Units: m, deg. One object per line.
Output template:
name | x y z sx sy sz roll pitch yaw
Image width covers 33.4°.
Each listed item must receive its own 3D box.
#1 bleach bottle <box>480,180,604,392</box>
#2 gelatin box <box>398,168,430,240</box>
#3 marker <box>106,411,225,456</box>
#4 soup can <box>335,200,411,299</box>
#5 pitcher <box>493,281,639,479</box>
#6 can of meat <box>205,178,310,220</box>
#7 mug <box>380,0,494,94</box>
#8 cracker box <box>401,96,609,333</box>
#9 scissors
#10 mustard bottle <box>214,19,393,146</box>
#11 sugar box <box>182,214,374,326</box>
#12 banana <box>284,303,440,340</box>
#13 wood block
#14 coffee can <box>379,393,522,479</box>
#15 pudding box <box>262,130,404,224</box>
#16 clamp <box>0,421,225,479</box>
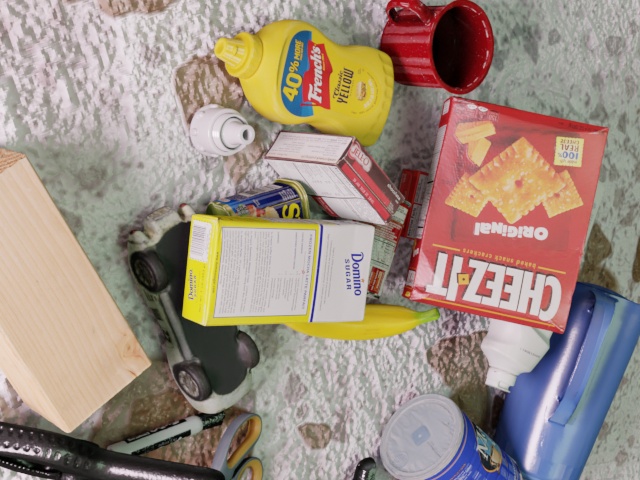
bleach bottle | 0.227 0.040 1.161 0.102 0.068 0.251 23 83 -30
gelatin box | 0.119 -0.033 1.152 0.089 0.030 0.073 12 91 -37
marker | -0.140 0.180 0.990 0.120 0.020 0.020 -15 108 -36
soup can | 0.044 0.001 1.073 0.068 0.069 0.102 21 86 -40
pitcher | 0.289 0.167 1.261 0.149 0.145 0.243 21 88 -40
can of meat | -0.057 0.001 1.000 0.083 0.058 0.102 -19 110 -33
mug | 0.108 -0.202 1.075 0.117 0.082 0.093 40 74 -37
cracker box | 0.187 -0.027 1.089 0.164 0.072 0.214 12 90 -1
scissors | -0.103 0.247 0.996 0.201 0.016 0.096 -55 141 -42
mustard bottle | -0.018 -0.154 0.999 0.191 0.058 0.096 13 89 -39
sugar box | -0.035 0.026 0.956 0.175 0.048 0.093 2 98 -40
banana | 0.024 0.075 1.075 0.197 0.070 0.037 4 56 -33
wood block | -0.233 0.037 0.842 0.090 0.090 0.206 -41 122 -26
coffee can | 0.146 0.248 1.181 0.140 0.103 0.102 45 71 -36
pudding box | 0.012 -0.060 1.005 0.090 0.114 0.039 49 65 -35
clamp | -0.191 0.185 0.880 0.209 0.165 0.036 26 61 -30
